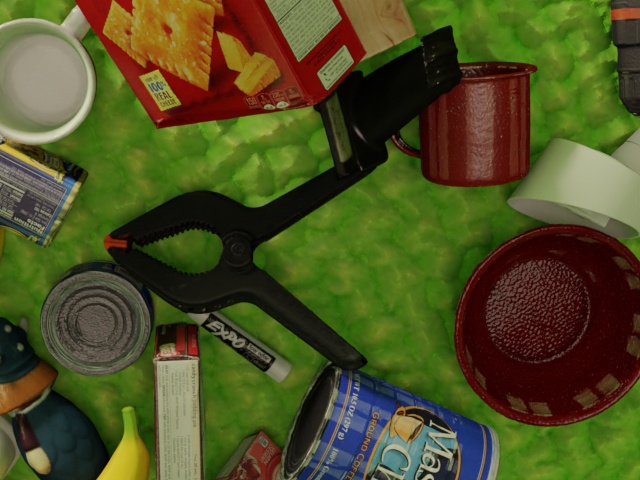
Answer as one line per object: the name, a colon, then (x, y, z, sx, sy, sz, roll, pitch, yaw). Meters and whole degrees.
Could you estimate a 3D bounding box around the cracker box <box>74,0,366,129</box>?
cracker box: (-0.092, -0.177, 0.671, 0.072, 0.164, 0.213, -51, 124, -33)

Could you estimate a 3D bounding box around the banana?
banana: (-0.195, 0.210, 0.786, 0.197, 0.037, 0.069, -41, 91, -12)

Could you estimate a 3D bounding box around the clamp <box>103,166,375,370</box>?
clamp: (-0.055, 0.001, 0.810, 0.210, 0.036, 0.164, 10, 76, 2)

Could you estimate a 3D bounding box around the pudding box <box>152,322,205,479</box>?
pudding box: (-0.108, 0.128, 0.811, 0.039, 0.090, 0.113, -3, 101, -5)

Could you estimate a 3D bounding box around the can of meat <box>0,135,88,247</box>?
can of meat: (-0.217, -0.042, 0.765, 0.084, 0.102, 0.057, 28, 98, -12)

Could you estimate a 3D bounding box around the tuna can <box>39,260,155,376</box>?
tuna can: (-0.171, 0.060, 0.822, 0.086, 0.034, 0.086, -1, 101, -5)

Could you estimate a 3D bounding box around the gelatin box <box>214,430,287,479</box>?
gelatin box: (-0.050, 0.206, 0.837, 0.073, 0.030, 0.089, 48, 50, -10)

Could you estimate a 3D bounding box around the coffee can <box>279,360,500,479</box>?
coffee can: (0.053, 0.165, 0.827, 0.140, 0.103, 0.103, 25, 97, -9)

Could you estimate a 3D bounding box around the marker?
marker: (-0.075, 0.070, 0.840, 0.121, 0.020, 0.020, 37, 95, -10)

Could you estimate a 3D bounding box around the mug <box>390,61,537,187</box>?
mug: (0.103, -0.088, 0.798, 0.117, 0.093, 0.081, 4, 107, 24)

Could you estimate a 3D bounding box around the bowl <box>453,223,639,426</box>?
bowl: (0.179, 0.062, 0.843, 0.162, 0.055, 0.162, -1, 101, -5)
